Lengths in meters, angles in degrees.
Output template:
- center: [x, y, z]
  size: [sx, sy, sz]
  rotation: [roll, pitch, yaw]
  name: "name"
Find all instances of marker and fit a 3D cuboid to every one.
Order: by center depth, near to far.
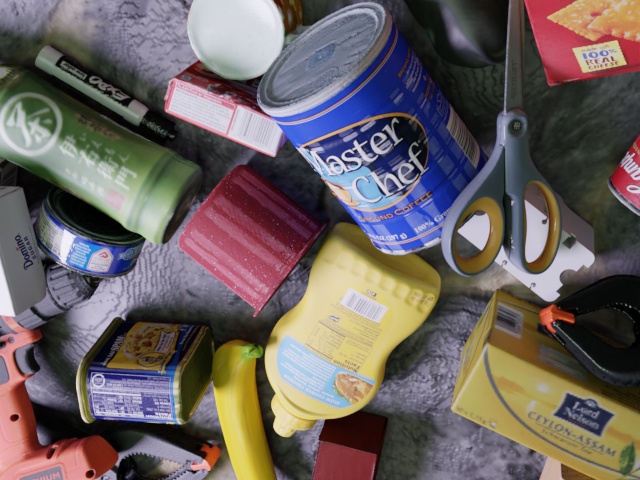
- center: [-0.163, -0.111, 0.822]
  size: [0.121, 0.020, 0.020]
  rotation: [32, 117, -1]
  name: "marker"

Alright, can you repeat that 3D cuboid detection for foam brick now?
- center: [0.022, 0.187, 0.891]
  size: [0.051, 0.053, 0.078]
  rotation: [13, 116, 8]
  name: "foam brick"

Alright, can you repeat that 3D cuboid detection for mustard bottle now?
- center: [0.010, 0.084, 0.844]
  size: [0.096, 0.058, 0.192]
  rotation: [27, 117, -4]
  name: "mustard bottle"

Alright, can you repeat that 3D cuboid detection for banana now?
- center: [-0.063, 0.155, 0.894]
  size: [0.037, 0.070, 0.198]
  rotation: [-15, 122, -14]
  name: "banana"

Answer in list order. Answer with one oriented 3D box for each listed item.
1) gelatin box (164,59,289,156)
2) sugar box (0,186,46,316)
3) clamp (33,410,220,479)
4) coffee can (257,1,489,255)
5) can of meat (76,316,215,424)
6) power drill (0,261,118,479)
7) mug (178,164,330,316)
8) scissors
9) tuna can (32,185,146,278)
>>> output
- center: [-0.059, -0.100, 0.770]
  size: [0.089, 0.073, 0.030]
  rotation: [23, 116, 4]
  name: "gelatin box"
- center: [-0.297, 0.004, 0.833]
  size: [0.176, 0.048, 0.093]
  rotation: [3, 113, 28]
  name: "sugar box"
- center: [-0.193, 0.200, 0.962]
  size: [0.210, 0.036, 0.164]
  rotation: [-18, 105, 21]
  name: "clamp"
- center: [0.039, -0.074, 0.720]
  size: [0.103, 0.102, 0.140]
  rotation: [-27, 122, 23]
  name: "coffee can"
- center: [-0.139, 0.106, 0.869]
  size: [0.084, 0.102, 0.057]
  rotation: [2, 114, 11]
  name: "can of meat"
- center: [-0.242, 0.119, 0.910]
  size: [0.185, 0.057, 0.187]
  rotation: [-20, 93, 19]
  name: "power drill"
- center: [-0.055, 0.001, 0.815]
  size: [0.081, 0.093, 0.117]
  rotation: [38, 154, 1]
  name: "mug"
- center: [0.109, -0.061, 0.687]
  size: [0.096, 0.016, 0.202]
  rotation: [-24, 115, -14]
  name: "scissors"
- center: [-0.179, -0.010, 0.835]
  size: [0.086, 0.086, 0.034]
  rotation: [28, 116, 1]
  name: "tuna can"
